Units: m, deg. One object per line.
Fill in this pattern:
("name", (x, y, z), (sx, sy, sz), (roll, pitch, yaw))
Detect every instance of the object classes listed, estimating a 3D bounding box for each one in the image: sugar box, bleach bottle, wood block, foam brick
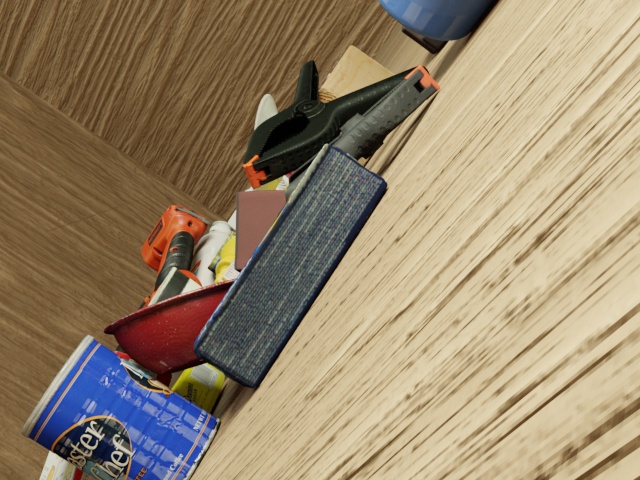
("sugar box", (-0.167, 0.213, 1.121), (0.176, 0.048, 0.093), (-53, 7, 27))
("bleach bottle", (-0.154, 0.088, 1.340), (0.103, 0.068, 0.250), (-48, 25, 52))
("wood block", (0.032, -0.150, 1.269), (0.091, 0.090, 0.206), (-55, 4, 25))
("foam brick", (-0.049, -0.004, 1.017), (0.053, 0.051, 0.078), (39, -132, -67))

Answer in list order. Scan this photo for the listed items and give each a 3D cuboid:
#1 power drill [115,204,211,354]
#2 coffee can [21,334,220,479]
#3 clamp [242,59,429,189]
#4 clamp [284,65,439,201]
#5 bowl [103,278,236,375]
("power drill", (-0.194, 0.061, 1.299), (0.185, 0.057, 0.187), (-48, 26, 33))
("coffee can", (-0.174, 0.163, 0.937), (0.103, 0.140, 0.103), (-56, 4, 6))
("clamp", (0.003, -0.122, 1.062), (0.165, 0.036, 0.209), (4, 40, 36))
("clamp", (0.031, -0.090, 0.965), (0.171, 0.039, 0.120), (-39, 13, -3))
("bowl", (-0.110, 0.081, 0.961), (0.162, 0.055, 0.162), (-18, -8, -3))
